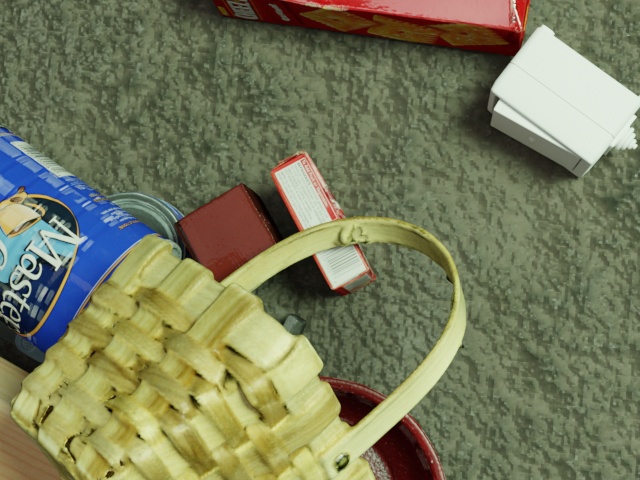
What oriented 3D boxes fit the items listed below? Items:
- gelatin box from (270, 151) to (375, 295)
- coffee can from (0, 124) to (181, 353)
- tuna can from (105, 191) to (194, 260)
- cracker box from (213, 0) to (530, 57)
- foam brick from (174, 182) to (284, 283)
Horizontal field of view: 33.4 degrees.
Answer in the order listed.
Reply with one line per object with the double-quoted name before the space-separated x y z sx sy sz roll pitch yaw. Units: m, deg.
"gelatin box" 0.003 -0.010 0.700 0.030 0.073 0.089 -28 81 2
"coffee can" -0.174 0.007 0.669 0.140 0.102 0.103 34 89 9
"tuna can" -0.129 0.010 0.734 0.086 0.033 0.086 -1 85 7
"cracker box" 0.042 -0.223 0.715 0.214 0.072 0.164 10 86 8
"foam brick" -0.055 0.001 0.704 0.051 0.078 0.053 -31 84 3
